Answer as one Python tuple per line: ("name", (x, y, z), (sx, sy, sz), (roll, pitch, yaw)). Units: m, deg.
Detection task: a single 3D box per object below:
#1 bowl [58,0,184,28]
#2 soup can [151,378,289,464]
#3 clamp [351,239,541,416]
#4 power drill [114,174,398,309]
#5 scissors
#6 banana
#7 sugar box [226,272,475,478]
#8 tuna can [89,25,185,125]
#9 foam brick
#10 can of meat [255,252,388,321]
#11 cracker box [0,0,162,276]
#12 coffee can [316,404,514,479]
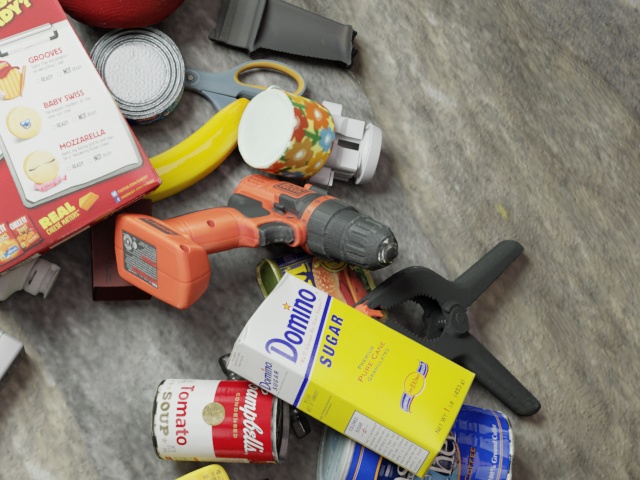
("bowl", (-0.179, -0.229, 0.949), (0.162, 0.055, 0.162), (3, 30, -2))
("soup can", (-0.080, 0.147, 0.874), (0.102, 0.068, 0.068), (0, 74, 8))
("clamp", (0.115, 0.062, 0.945), (0.209, 0.036, 0.164), (14, 67, -32))
("power drill", (-0.056, 0.001, 0.863), (0.187, 0.185, 0.057), (-15, 115, -40))
("scissors", (-0.112, -0.130, 0.984), (0.201, 0.016, 0.096), (-1, 78, -10))
("banana", (-0.145, -0.070, 0.942), (0.197, 0.037, 0.069), (-16, 96, -13))
("sugar box", (0.025, 0.103, 0.843), (0.176, 0.048, 0.093), (29, 42, 6))
("tuna can", (-0.164, -0.147, 0.955), (0.086, 0.034, 0.086), (0, 84, -5))
("foam brick", (-0.170, 0.008, 0.914), (0.053, 0.051, 0.078), (-1, 75, -12))
("can of meat", (0.002, 0.052, 0.940), (0.083, 0.057, 0.102), (-19, 81, -20))
("cracker box", (-0.246, -0.096, 0.831), (0.164, 0.072, 0.213), (-30, 95, -9))
("coffee can", (0.078, 0.180, 0.898), (0.140, 0.103, 0.103), (13, 73, -9))
